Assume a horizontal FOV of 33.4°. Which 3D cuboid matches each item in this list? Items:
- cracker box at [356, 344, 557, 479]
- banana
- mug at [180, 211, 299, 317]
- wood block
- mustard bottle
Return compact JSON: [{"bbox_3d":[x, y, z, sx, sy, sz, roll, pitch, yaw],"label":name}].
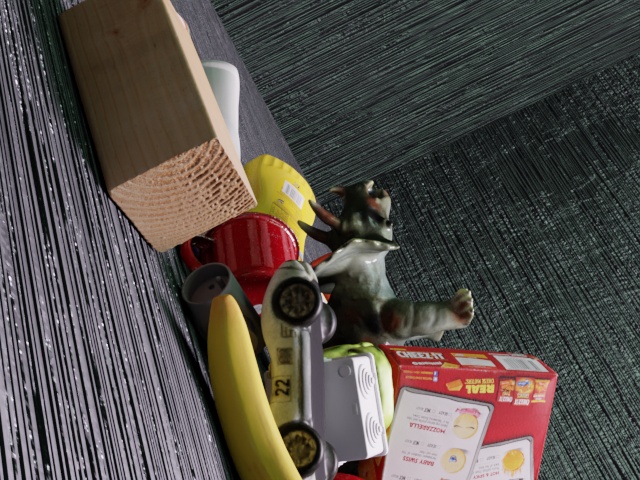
[{"bbox_3d":[0.124,0.213,1.035,0.072,0.164,0.214,-134,-130,-69],"label":"cracker box"},{"bbox_3d":[-0.042,0.131,0.753,0.037,0.070,0.198,1,46,-36],"label":"banana"},{"bbox_3d":[-0.070,0.030,0.938,0.117,0.093,0.081,28,26,-25],"label":"mug"},{"bbox_3d":[-0.133,-0.106,0.849,0.206,0.090,0.090,66,4,36],"label":"wood block"},{"bbox_3d":[-0.058,0.002,1.139,0.096,0.058,0.191,45,37,-30],"label":"mustard bottle"}]
